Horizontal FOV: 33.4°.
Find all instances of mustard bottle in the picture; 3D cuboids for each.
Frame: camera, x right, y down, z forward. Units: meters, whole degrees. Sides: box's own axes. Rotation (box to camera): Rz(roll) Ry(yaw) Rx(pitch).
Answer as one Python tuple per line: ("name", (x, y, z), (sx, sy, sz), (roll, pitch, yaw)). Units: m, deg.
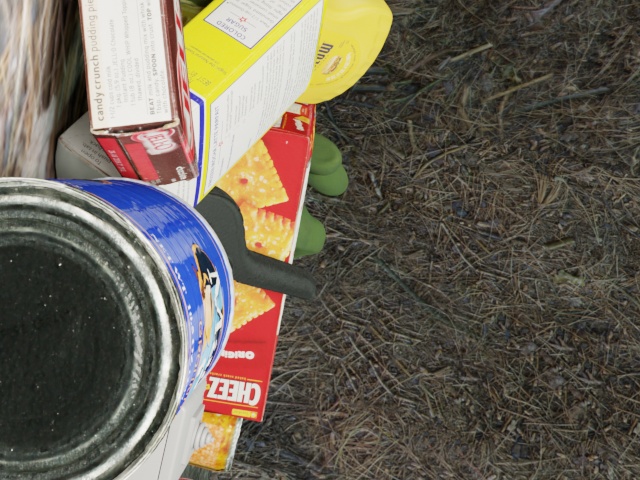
("mustard bottle", (-0.037, -0.141, 0.710), (0.096, 0.058, 0.191), (-44, 156, 28))

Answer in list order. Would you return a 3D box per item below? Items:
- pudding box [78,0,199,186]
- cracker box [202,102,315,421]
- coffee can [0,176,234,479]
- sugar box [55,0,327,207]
("pudding box", (-0.076, -0.086, 0.444), (0.090, 0.039, 0.113), (106, -25, -80))
("cracker box", (-0.055, 0.001, 0.804), (0.164, 0.072, 0.214), (-88, -171, -72))
("coffee can", (-0.089, 0.028, 0.385), (0.140, 0.103, 0.103), (-69, 173, -87))
("sugar box", (-0.065, -0.068, 0.563), (0.176, 0.048, 0.093), (-47, 164, -31))
